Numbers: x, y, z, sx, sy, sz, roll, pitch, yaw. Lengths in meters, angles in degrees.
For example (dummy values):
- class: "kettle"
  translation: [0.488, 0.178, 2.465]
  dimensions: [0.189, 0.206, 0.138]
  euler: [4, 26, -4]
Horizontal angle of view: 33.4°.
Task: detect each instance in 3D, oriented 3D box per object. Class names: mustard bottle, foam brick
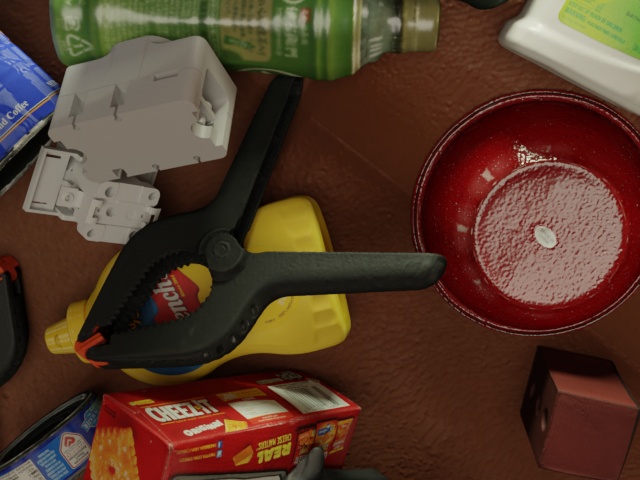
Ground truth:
- class: "mustard bottle"
  translation: [-0.083, 0.040, 0.677]
  dimensions: [0.192, 0.058, 0.096]
  euler: [-15, 94, 8]
- class: "foam brick"
  translation: [0.161, 0.108, 0.669]
  dimensions: [0.051, 0.078, 0.053]
  euler: [12, 105, -1]

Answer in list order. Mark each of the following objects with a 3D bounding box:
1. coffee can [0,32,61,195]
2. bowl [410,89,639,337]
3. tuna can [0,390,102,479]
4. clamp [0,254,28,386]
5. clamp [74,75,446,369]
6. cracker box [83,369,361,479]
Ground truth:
- class: "coffee can"
  translation: [-0.230, -0.093, 0.630]
  dimensions: [0.140, 0.102, 0.103]
  euler: [43, 103, -7]
- class: "bowl"
  translation: [0.136, -0.009, 0.653]
  dimensions: [0.162, 0.055, 0.162]
  euler: [1, 104, 4]
- class: "tuna can"
  translation: [-0.173, 0.136, 0.694]
  dimensions: [0.086, 0.086, 0.034]
  euler: [-34, 98, 11]
- class: "clamp"
  translation: [-0.238, 0.093, 0.711]
  dimensions: [0.120, 0.039, 0.171]
  euler: [37, 104, -7]
- class: "clamp"
  translation: [-0.054, 0.001, 0.627]
  dimensions: [0.210, 0.036, 0.165]
  euler: [-28, 66, -1]
- class: "cracker box"
  translation: [-0.077, 0.192, 0.665]
  dimensions: [0.072, 0.163, 0.214]
  euler: [28, 109, 37]
